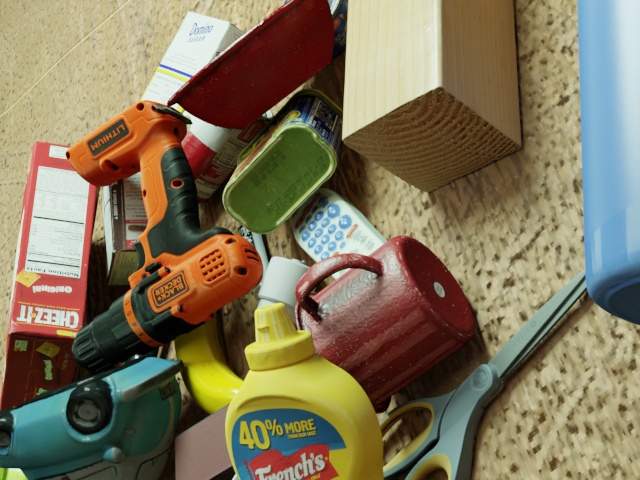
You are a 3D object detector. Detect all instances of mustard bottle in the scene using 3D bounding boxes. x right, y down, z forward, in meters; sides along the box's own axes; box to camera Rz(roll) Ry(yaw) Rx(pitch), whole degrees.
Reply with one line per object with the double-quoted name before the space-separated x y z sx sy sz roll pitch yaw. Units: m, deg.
"mustard bottle" -0.007 0.131 0.632 0.096 0.058 0.191 -11 95 33

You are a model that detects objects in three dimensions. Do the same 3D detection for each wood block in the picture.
"wood block" 0.079 -0.153 0.767 0.090 0.090 0.206 -25 50 40

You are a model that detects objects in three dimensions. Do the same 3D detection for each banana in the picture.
"banana" -0.086 0.087 0.863 0.069 0.037 0.198 -38 40 1

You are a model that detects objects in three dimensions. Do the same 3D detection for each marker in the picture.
"marker" -0.056 0.001 0.891 0.020 0.020 0.121 -43 40 24

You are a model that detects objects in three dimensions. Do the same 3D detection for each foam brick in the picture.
"foam brick" -0.062 0.156 0.771 0.078 0.052 0.051 -35 44 32

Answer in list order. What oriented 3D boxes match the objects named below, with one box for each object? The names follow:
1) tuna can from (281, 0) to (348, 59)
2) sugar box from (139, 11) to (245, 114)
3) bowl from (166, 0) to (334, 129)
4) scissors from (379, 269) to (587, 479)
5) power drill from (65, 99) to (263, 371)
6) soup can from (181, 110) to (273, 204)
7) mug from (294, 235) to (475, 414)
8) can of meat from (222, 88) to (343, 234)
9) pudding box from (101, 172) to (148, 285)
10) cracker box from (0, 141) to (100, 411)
"tuna can" 0.001 -0.198 0.937 0.086 0.033 0.086 -29 47 37
"sugar box" -0.138 -0.136 1.058 0.093 0.048 0.176 30 88 52
"bowl" -0.043 -0.137 0.854 0.162 0.055 0.162 -37 7 5
"scissors" 0.099 0.105 0.640 0.202 0.016 0.096 -39 44 28
"power drill" -0.147 -0.005 0.871 0.185 0.057 0.188 -29 69 20
"soup can" -0.099 -0.092 0.963 0.102 0.068 0.068 -49 38 16
"mug" 0.036 0.044 0.675 0.082 0.117 0.093 -38 36 22
"can of meat" -0.027 -0.061 0.837 0.102 0.057 0.084 -44 12 22
"pudding box" -0.179 -0.015 0.980 0.114 0.039 0.090 126 138 -69
"cracker box" -0.257 0.040 1.020 0.164 0.072 0.213 117 155 -51
